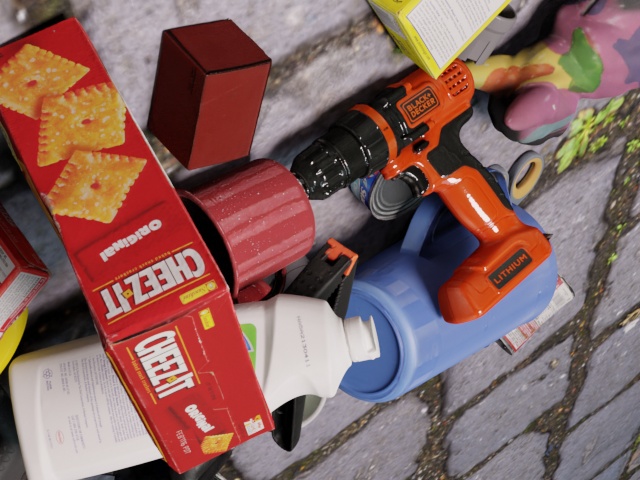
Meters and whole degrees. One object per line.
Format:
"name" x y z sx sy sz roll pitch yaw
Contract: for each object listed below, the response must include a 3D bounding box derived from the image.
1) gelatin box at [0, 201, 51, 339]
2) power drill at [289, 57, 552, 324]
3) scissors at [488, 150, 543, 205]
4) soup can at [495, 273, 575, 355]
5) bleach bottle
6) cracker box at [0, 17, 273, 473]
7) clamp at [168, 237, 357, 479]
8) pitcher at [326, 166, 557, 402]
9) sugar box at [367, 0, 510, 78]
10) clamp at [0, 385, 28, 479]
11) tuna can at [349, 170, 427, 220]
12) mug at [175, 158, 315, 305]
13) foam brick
"gelatin box" -0.215 0.027 0.657 0.089 0.073 0.030 -50 149 11
"power drill" 0.084 -0.031 0.833 0.184 0.187 0.057 -36 -171 -25
"scissors" 0.197 -0.024 1.125 0.096 0.016 0.201 -37 149 -11
"soup can" 0.237 0.075 1.245 0.102 0.069 0.068 -42 149 -2
"bleach bottle" -0.082 0.100 0.741 0.251 0.102 0.068 -12 177 5
"cracker box" -0.111 0.005 0.609 0.072 0.214 0.164 -26 147 -10
"clamp" -0.033 0.096 0.822 0.164 0.036 0.210 -12 131 -58
"pitcher" 0.101 0.042 0.948 0.145 0.149 0.242 -39 170 40
"sugar box" 0.118 -0.211 0.775 0.176 0.048 0.093 -48 149 1
"clamp" -0.216 0.151 0.847 0.120 0.039 0.172 -14 139 -34
"tuna can" 0.066 -0.061 0.911 0.086 0.034 0.086 -29 147 -22
"mug" -0.055 0.001 0.783 0.081 0.093 0.117 -28 114 -32
"foam brick" -0.072 -0.094 0.691 0.051 0.053 0.078 -18 142 -36
